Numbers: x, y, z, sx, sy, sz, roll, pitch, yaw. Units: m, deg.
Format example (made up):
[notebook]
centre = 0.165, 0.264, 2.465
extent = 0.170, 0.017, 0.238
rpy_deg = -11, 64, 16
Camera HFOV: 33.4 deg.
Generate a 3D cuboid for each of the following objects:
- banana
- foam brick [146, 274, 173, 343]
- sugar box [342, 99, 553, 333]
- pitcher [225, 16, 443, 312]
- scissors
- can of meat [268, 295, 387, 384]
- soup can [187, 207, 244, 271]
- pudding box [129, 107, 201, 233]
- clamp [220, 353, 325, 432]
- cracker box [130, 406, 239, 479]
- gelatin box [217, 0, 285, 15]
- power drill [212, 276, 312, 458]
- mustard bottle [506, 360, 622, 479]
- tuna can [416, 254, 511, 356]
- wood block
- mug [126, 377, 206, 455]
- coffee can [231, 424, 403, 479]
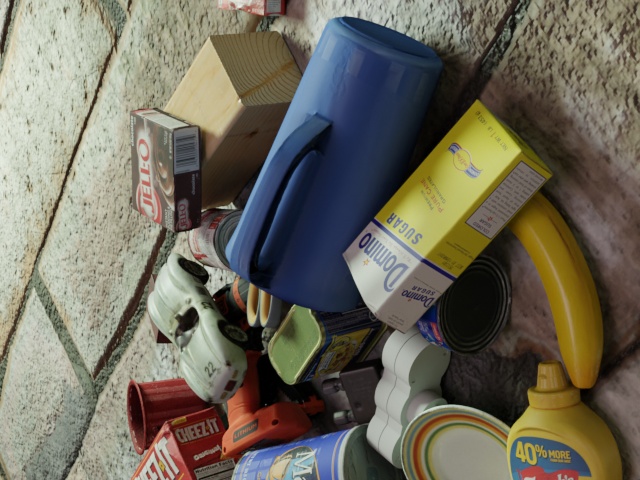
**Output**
[banana]
centre = 0.179, 0.019, 0.850
extent = 0.198, 0.037, 0.070
rpy_deg = 62, 144, 25
[foam brick]
centre = -0.177, 0.082, 1.294
extent = 0.078, 0.051, 0.053
rpy_deg = -119, 36, -53
[sugar box]
centre = 0.097, -0.019, 0.860
extent = 0.176, 0.048, 0.093
rpy_deg = -48, 33, 15
[pitcher]
centre = 0.010, -0.066, 0.936
extent = 0.149, 0.144, 0.243
rpy_deg = -111, 39, -64
[scissors]
centre = -0.057, 0.001, 1.097
extent = 0.096, 0.016, 0.202
rpy_deg = 128, 145, -56
[can of meat]
centre = 0.006, 0.094, 1.053
extent = 0.057, 0.083, 0.102
rpy_deg = 57, 138, 26
[soup can]
centre = -0.098, -0.001, 1.156
extent = 0.102, 0.068, 0.068
rpy_deg = -175, 77, -68
[pudding box]
centre = -0.162, -0.074, 1.113
extent = 0.090, 0.039, 0.113
rpy_deg = 25, 119, 46
[clamp]
centre = -0.075, 0.160, 1.213
extent = 0.210, 0.036, 0.164
rpy_deg = -4, 89, 49
[cracker box]
centre = -0.130, 0.320, 1.188
extent = 0.214, 0.071, 0.164
rpy_deg = 62, 143, 24
[gelatin box]
centre = -0.073, -0.274, 1.105
extent = 0.089, 0.030, 0.073
rpy_deg = 22, 116, 47
[power drill]
centre = -0.065, 0.125, 1.141
extent = 0.185, 0.057, 0.188
rpy_deg = -39, 53, 39
[mustard bottle]
centre = 0.196, 0.191, 0.856
extent = 0.096, 0.058, 0.191
rpy_deg = -3, 96, 51
[tuna can]
centre = 0.119, 0.052, 0.896
extent = 0.034, 0.085, 0.086
rpy_deg = 14, 110, 51
[wood block]
centre = -0.106, -0.121, 1.138
extent = 0.206, 0.090, 0.090
rpy_deg = -46, 64, 47
[mug]
centre = -0.186, 0.218, 1.315
extent = 0.117, 0.081, 0.093
rpy_deg = -142, 51, -60
[coffee can]
centre = -0.003, 0.246, 1.056
extent = 0.141, 0.102, 0.103
rpy_deg = -19, 83, 32
